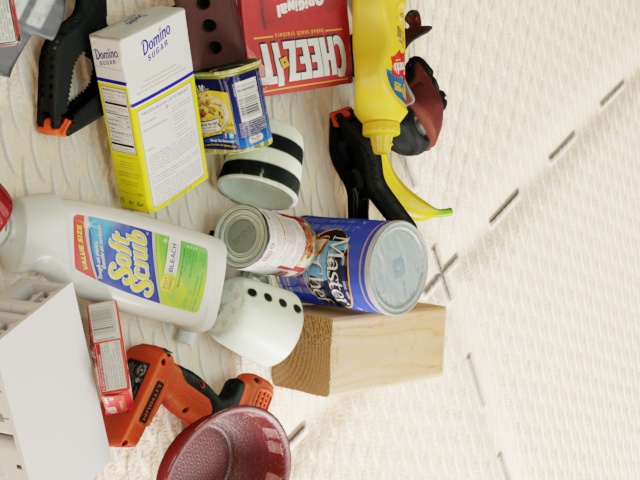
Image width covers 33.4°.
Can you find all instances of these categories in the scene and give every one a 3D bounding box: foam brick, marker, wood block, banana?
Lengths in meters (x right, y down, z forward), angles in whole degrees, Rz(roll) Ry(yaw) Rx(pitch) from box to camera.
[{"bbox_3d":[-0.105,-0.211,1.023,0.051,0.053,0.078,-91,168,-66],"label":"foam brick"},{"bbox_3d":[-0.125,0.048,1.104,0.020,0.020,0.121,25,75,-46],"label":"marker"},{"bbox_3d":[0.048,0.121,1.245,0.205,0.091,0.090,-1,95,-48],"label":"wood block"},{"bbox_3d":[0.084,-0.086,1.291,0.069,0.037,0.197,-37,120,4],"label":"banana"}]

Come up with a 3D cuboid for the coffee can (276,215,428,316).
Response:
[{"bbox_3d":[0.034,0.026,1.184,0.102,0.141,0.103,-5,97,-47],"label":"coffee can"}]

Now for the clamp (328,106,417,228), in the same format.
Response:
[{"bbox_3d":[0.056,-0.068,1.223,0.039,0.120,0.171,-28,109,-36],"label":"clamp"}]

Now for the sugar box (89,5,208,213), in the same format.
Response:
[{"bbox_3d":[-0.159,-0.123,1.003,0.093,0.048,0.176,-40,132,-46],"label":"sugar box"}]

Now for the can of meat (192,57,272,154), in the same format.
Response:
[{"bbox_3d":[-0.099,-0.133,1.057,0.057,0.102,0.084,-28,115,-42],"label":"can of meat"}]

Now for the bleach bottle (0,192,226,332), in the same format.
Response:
[{"bbox_3d":[-0.203,0.019,0.988,0.250,0.068,0.102,15,83,-44],"label":"bleach bottle"}]

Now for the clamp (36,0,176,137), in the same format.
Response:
[{"bbox_3d":[-0.207,-0.193,0.978,0.164,0.036,0.210,51,58,-45],"label":"clamp"}]

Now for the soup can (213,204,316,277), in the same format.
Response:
[{"bbox_3d":[-0.057,0.001,1.121,0.102,0.069,0.068,13,83,-61],"label":"soup can"}]

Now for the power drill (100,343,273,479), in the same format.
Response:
[{"bbox_3d":[-0.139,0.199,1.077,0.187,0.057,0.184,38,67,-44],"label":"power drill"}]

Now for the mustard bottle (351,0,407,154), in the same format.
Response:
[{"bbox_3d":[0.065,-0.190,1.173,0.096,0.058,0.191,17,72,-73],"label":"mustard bottle"}]

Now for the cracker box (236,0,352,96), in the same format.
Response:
[{"bbox_3d":[-0.046,-0.263,1.124,0.163,0.072,0.214,-17,107,-45],"label":"cracker box"}]

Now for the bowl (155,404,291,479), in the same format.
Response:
[{"bbox_3d":[-0.105,0.230,1.036,0.161,0.055,0.162,-14,110,-42],"label":"bowl"}]

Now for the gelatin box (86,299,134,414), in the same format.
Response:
[{"bbox_3d":[-0.192,0.108,0.975,0.030,0.073,0.089,-9,70,-11],"label":"gelatin box"}]
